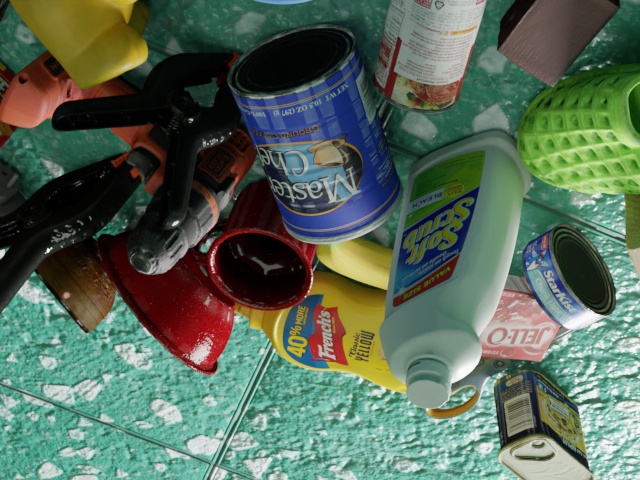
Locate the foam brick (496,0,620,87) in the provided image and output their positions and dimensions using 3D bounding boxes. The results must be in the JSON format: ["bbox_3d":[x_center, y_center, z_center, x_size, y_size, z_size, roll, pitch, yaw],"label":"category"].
[{"bbox_3d":[0.169,-0.162,0.762,0.051,0.053,0.078,28,129,-10],"label":"foam brick"}]

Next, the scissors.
[{"bbox_3d":[0.151,0.108,1.015,0.096,0.016,0.202,31,129,-12],"label":"scissors"}]

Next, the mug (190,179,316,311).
[{"bbox_3d":[-0.056,0.001,0.935,0.117,0.081,0.093,-3,128,16],"label":"mug"}]

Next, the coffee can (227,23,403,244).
[{"bbox_3d":[-0.002,-0.083,0.837,0.103,0.102,0.140,-7,127,19],"label":"coffee can"}]

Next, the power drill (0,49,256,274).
[{"bbox_3d":[-0.156,-0.072,0.845,0.187,0.184,0.057,37,128,-5],"label":"power drill"}]

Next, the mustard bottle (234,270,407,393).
[{"bbox_3d":[0.011,0.078,0.996,0.191,0.058,0.096,13,119,4],"label":"mustard bottle"}]

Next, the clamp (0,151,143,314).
[{"bbox_3d":[-0.252,-0.012,0.930,0.165,0.209,0.036,24,146,46],"label":"clamp"}]

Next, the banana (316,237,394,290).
[{"bbox_3d":[0.068,0.028,0.932,0.197,0.070,0.037,19,92,-30],"label":"banana"}]

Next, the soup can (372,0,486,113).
[{"bbox_3d":[0.081,-0.154,0.781,0.068,0.068,0.102,14,131,2],"label":"soup can"}]

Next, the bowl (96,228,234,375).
[{"bbox_3d":[-0.127,0.041,0.960,0.055,0.162,0.162,-39,115,6],"label":"bowl"}]

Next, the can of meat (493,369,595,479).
[{"bbox_3d":[0.208,0.181,1.007,0.058,0.084,0.102,-31,126,28],"label":"can of meat"}]

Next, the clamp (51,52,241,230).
[{"bbox_3d":[-0.107,-0.085,0.813,0.120,0.171,0.039,54,143,-3],"label":"clamp"}]

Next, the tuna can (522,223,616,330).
[{"bbox_3d":[0.207,0.031,0.891,0.086,0.086,0.034,41,129,-20],"label":"tuna can"}]

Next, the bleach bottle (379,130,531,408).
[{"bbox_3d":[0.101,0.021,0.800,0.103,0.250,0.068,-20,122,27],"label":"bleach bottle"}]

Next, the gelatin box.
[{"bbox_3d":[0.170,0.068,0.938,0.089,0.030,0.073,8,121,-26],"label":"gelatin box"}]
